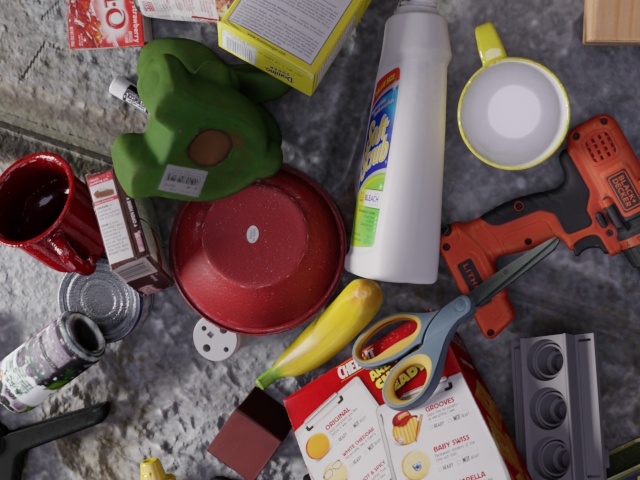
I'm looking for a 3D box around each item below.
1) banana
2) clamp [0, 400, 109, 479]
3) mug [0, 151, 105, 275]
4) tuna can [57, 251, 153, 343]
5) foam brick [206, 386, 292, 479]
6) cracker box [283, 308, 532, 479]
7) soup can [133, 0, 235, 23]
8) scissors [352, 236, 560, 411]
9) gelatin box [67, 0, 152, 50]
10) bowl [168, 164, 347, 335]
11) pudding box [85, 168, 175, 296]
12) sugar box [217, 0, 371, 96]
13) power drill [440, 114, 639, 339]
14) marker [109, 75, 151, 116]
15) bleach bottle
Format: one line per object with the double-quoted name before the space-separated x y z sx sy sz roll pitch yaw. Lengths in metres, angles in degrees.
"banana" 0.012 0.078 0.935 0.037 0.069 0.198 44 137 2
"clamp" -0.313 0.197 1.055 0.164 0.036 0.210 29 99 6
"mug" -0.236 -0.013 0.966 0.093 0.081 0.117 -41 57 1
"tuna can" -0.205 0.054 1.014 0.086 0.033 0.086 2 98 11
"foam brick" -0.062 0.178 0.982 0.053 0.078 0.051 36 101 4
"cracker box" 0.080 0.192 0.905 0.164 0.072 0.214 -33 52 13
"soup can" -0.107 -0.226 0.936 0.102 0.068 0.068 8 100 11
"scissors" 0.116 0.076 0.884 0.202 0.016 0.096 -25 56 23
"gelatin box" -0.194 -0.220 0.973 0.073 0.030 0.089 -1 98 11
"bowl" -0.056 0.001 0.938 0.162 0.055 0.162 0 79 0
"pudding box" -0.166 -0.007 0.946 0.039 0.113 0.090 -18 75 -2
"sugar box" -0.002 -0.217 0.891 0.093 0.048 0.176 30 71 5
"power drill" 0.210 0.011 0.916 0.188 0.057 0.184 -28 88 11
"marker" -0.139 -0.114 0.984 0.121 0.020 0.020 31 103 5
"bleach bottle" 0.071 -0.092 0.915 0.068 0.103 0.251 4 93 -16
